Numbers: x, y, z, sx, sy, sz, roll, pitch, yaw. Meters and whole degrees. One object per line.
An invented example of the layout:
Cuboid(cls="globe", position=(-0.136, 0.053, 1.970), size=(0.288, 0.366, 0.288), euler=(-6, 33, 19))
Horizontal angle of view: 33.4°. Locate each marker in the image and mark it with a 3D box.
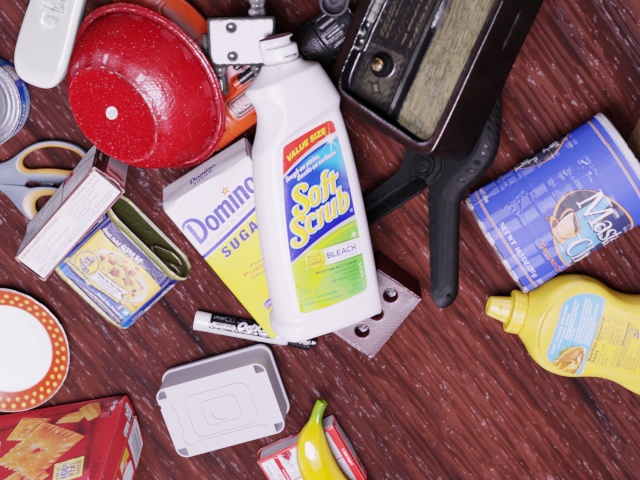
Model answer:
Cuboid(cls="marker", position=(-0.063, 0.089, 1.039), size=(0.121, 0.020, 0.020), euler=(11, 107, -1))

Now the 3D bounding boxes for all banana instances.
Cuboid(cls="banana", position=(0.035, 0.247, 1.041), size=(0.070, 0.037, 0.197), euler=(-36, 105, 12))

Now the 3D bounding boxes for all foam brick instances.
Cuboid(cls="foam brick", position=(0.052, 0.061, 1.008), size=(0.053, 0.051, 0.078), euler=(35, 105, -8))

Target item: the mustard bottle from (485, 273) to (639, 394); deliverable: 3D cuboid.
Cuboid(cls="mustard bottle", position=(0.250, 0.083, 1.001), size=(0.191, 0.058, 0.096), euler=(13, 108, -1))

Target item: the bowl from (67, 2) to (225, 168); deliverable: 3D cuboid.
Cuboid(cls="bowl", position=(-0.164, -0.120, 0.924), size=(0.162, 0.055, 0.162), euler=(18, 131, 22))

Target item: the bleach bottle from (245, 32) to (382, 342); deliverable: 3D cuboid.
Cuboid(cls="bleach bottle", position=(-0.018, -0.047, 0.903), size=(0.102, 0.068, 0.251), euler=(-18, 109, -15))

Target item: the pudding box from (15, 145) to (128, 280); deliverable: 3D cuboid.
Cuboid(cls="pudding box", position=(-0.222, -0.027, 0.960), size=(0.039, 0.090, 0.113), euler=(38, 101, -19))

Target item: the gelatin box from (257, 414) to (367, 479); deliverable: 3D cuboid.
Cuboid(cls="gelatin box", position=(-0.008, 0.227, 1.072), size=(0.089, 0.030, 0.073), euler=(-27, 105, 10))

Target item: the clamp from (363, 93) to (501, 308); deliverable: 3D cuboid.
Cuboid(cls="clamp", position=(0.105, -0.051, 0.941), size=(0.036, 0.165, 0.210), euler=(25, 101, -45))

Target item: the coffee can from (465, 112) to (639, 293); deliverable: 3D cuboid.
Cuboid(cls="coffee can", position=(0.215, -0.033, 0.945), size=(0.140, 0.103, 0.103), euler=(-33, 102, 12))

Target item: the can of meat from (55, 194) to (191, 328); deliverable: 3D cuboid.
Cuboid(cls="can of meat", position=(-0.188, 0.022, 1.007), size=(0.084, 0.057, 0.102), euler=(-42, 101, 15))

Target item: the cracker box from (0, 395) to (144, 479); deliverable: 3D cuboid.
Cuboid(cls="cracker box", position=(-0.289, 0.229, 1.013), size=(0.214, 0.164, 0.072), euler=(-10, 114, 6))

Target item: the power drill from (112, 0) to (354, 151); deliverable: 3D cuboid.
Cuboid(cls="power drill", position=(-0.084, -0.196, 0.936), size=(0.184, 0.057, 0.187), euler=(-36, 101, 12))

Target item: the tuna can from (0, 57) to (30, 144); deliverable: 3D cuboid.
Cuboid(cls="tuna can", position=(-0.312, -0.128, 0.980), size=(0.086, 0.033, 0.086), euler=(1, 106, 3))

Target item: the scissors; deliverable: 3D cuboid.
Cuboid(cls="scissors", position=(-0.312, -0.047, 1.014), size=(0.202, 0.016, 0.096), euler=(-9, 106, 6))

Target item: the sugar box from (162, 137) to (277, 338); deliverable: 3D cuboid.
Cuboid(cls="sugar box", position=(-0.057, 0.001, 0.975), size=(0.093, 0.048, 0.176), euler=(-31, 122, 12))
